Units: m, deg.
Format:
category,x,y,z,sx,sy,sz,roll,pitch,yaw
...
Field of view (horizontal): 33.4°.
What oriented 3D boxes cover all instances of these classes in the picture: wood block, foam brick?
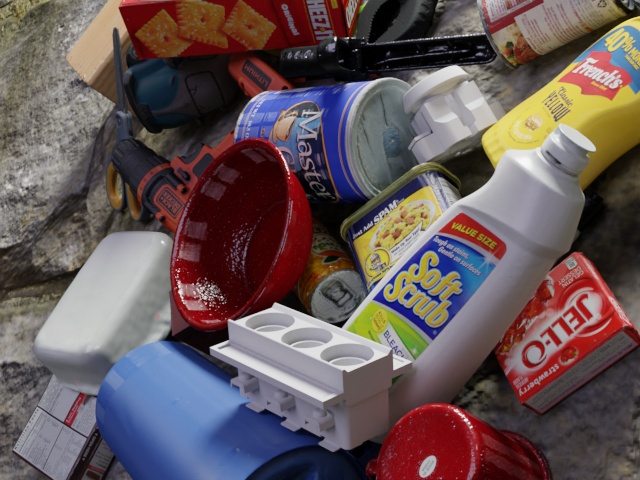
category,x,y,z,sx,sy,sz,roll,pitch,yaw
wood block,-0.184,-0.251,1.212,0.206,0.090,0.091,-51,40,6
foam brick,-0.089,0.058,0.950,0.078,0.053,0.051,-31,47,26

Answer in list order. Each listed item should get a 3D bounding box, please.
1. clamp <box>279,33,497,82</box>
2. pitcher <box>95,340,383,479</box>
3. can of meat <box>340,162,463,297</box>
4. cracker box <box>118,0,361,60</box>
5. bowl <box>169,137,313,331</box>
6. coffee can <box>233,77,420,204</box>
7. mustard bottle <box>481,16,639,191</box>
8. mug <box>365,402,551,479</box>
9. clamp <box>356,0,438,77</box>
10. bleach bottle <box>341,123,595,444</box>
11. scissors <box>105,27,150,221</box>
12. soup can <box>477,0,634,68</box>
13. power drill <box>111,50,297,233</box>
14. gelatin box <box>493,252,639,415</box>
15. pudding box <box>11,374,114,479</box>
category,x,y,z,sx,sy,sz,roll,pitch,yaw
clamp,0.037,-0.154,0.904,0.210,0.164,0.036,-168,74,-66
pitcher,-0.071,0.162,0.822,0.243,0.149,0.145,28,101,52
can of meat,0.073,0.004,0.826,0.102,0.057,0.084,-37,47,21
cracker box,-0.065,-0.251,1.031,0.214,0.072,0.164,-1,44,17
bowl,-0.056,0.001,0.870,0.162,0.055,0.162,-25,56,43
coffee can,0.010,-0.081,0.906,0.141,0.102,0.102,2,67,45
mustard bottle,0.209,-0.104,0.763,0.192,0.058,0.096,-40,31,17
mug,0.081,0.156,0.701,0.117,0.081,0.093,-3,63,43
clamp,0.091,-0.228,0.973,0.120,0.039,0.171,18,84,53
bleach bottle,0.096,0.024,0.731,0.251,0.067,0.103,-57,42,26
scissors,-0.217,-0.116,1.142,0.096,0.016,0.202,-17,85,55
soup can,0.184,-0.186,0.834,0.102,0.068,0.068,-23,50,31
power drill,-0.106,-0.096,1.039,0.185,0.057,0.188,42,98,31
gelatin box,0.161,0.062,0.723,0.089,0.030,0.073,-40,43,18
pudding box,-0.238,0.185,1.022,0.114,0.039,0.090,15,75,49
